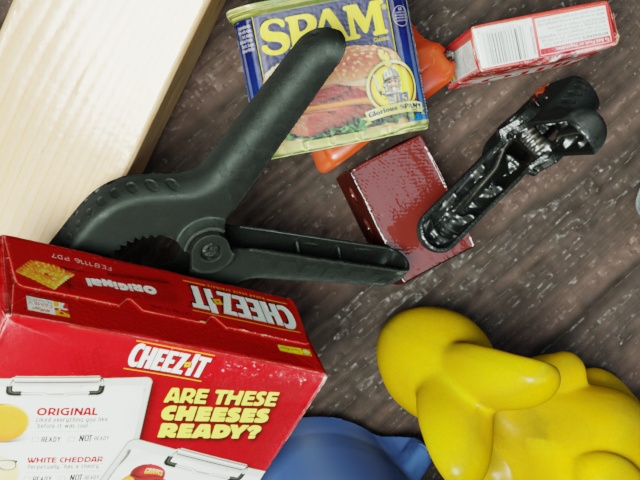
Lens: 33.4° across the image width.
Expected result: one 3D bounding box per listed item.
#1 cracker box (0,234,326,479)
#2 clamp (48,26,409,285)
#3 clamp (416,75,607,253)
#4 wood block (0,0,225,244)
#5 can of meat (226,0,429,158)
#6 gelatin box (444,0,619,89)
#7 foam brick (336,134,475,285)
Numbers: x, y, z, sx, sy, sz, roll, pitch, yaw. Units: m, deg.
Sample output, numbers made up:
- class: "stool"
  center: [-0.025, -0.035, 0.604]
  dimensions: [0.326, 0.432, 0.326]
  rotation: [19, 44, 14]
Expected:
- class: "cracker box"
  center: [-0.121, 0.112, 0.555]
  dimensions: [0.164, 0.072, 0.214]
  rotation: [14, 120, -30]
- class: "clamp"
  center: [-0.054, 0.001, 0.565]
  dimensions: [0.210, 0.036, 0.164]
  rotation: [-29, 128, -1]
- class: "clamp"
  center: [0.128, -0.060, 0.615]
  dimensions: [0.039, 0.120, 0.171]
  rotation: [53, 40, -11]
- class: "wood block"
  center: [-0.135, -0.072, 0.590]
  dimensions: [0.091, 0.090, 0.206]
  rotation: [27, 104, -5]
- class: "can of meat"
  center: [0.006, -0.094, 0.596]
  dimensions: [0.102, 0.057, 0.084]
  rotation: [-11, 95, 0]
- class: "gelatin box"
  center: [0.127, -0.119, 0.658]
  dimensions: [0.089, 0.073, 0.030]
  rotation: [-12, 91, -8]
- class: "foam brick"
  center: [0.051, -0.019, 0.658]
  dimensions: [0.051, 0.053, 0.078]
  rotation: [-27, 92, -6]
